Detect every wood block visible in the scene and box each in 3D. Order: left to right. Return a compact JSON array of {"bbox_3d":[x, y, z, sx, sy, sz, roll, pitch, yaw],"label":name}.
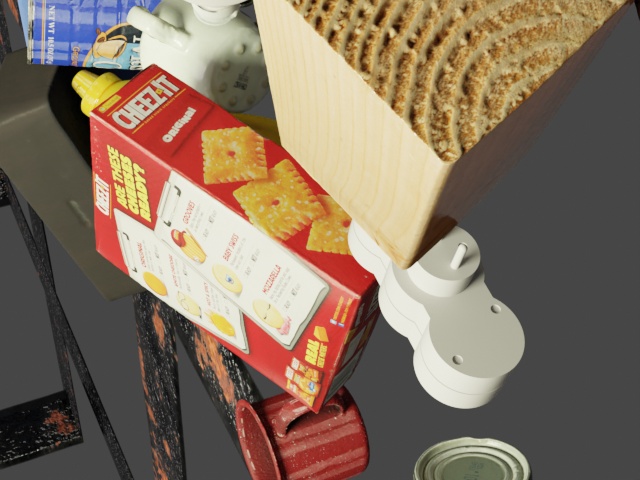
[{"bbox_3d":[0.040,-0.064,0.414,0.091,0.090,0.206,46,174,8],"label":"wood block"}]

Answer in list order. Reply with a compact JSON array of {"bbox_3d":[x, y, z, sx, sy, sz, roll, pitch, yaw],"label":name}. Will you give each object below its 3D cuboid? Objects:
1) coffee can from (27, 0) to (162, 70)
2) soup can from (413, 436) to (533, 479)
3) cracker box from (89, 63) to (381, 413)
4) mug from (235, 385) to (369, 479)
[{"bbox_3d":[-0.162,-0.189,0.859,0.103,0.140,0.103,-179,90,-75],"label":"coffee can"},{"bbox_3d":[0.089,0.173,0.614,0.069,0.068,0.102,-142,41,-58],"label":"soup can"},{"bbox_3d":[-0.055,0.001,0.732,0.214,0.072,0.164,35,147,14],"label":"cracker box"},{"bbox_3d":[-0.012,0.152,0.843,0.117,0.081,0.093,100,148,-51],"label":"mug"}]
